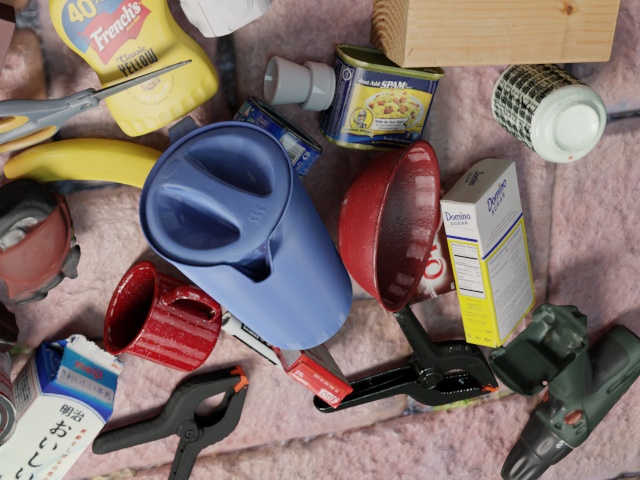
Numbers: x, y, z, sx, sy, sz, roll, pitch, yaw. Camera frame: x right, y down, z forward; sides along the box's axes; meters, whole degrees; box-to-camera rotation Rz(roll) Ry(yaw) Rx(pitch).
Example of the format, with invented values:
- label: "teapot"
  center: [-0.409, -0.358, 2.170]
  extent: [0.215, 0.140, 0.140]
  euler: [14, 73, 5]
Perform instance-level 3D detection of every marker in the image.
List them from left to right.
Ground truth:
- label: "marker"
  center: [-0.056, 0.113, 1.104]
  extent: [0.020, 0.020, 0.121]
  euler: [-46, 120, 7]

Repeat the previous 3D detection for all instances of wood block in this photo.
- label: "wood block"
  center: [0.159, -0.214, 0.976]
  extent: [0.205, 0.090, 0.091]
  euler: [-4, 115, -17]

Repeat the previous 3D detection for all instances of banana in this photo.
- label: "banana"
  center: [-0.181, -0.058, 0.967]
  extent: [0.197, 0.037, 0.070]
  euler: [18, 108, -26]

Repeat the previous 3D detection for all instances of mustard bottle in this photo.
- label: "mustard bottle"
  center: [-0.170, -0.186, 0.894]
  extent: [0.096, 0.058, 0.191]
  euler: [-25, 121, 9]

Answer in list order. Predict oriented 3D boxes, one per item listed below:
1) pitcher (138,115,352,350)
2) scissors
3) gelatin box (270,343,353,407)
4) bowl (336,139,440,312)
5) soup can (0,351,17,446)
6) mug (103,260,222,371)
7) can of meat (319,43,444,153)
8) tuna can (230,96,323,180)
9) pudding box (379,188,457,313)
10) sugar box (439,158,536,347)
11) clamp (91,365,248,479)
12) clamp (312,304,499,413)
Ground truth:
- label: "pitcher"
  center: [-0.056, 0.001, 0.955]
  extent: [0.242, 0.145, 0.149]
  euler: [56, 46, -59]
- label: "scissors"
  center: [-0.210, -0.116, 0.874]
  extent: [0.202, 0.016, 0.096]
  euler: [-22, 167, 27]
- label: "gelatin box"
  center: [-0.014, 0.122, 1.082]
  extent: [0.030, 0.089, 0.073]
  euler: [-47, 121, 7]
- label: "bowl"
  center: [0.059, -0.017, 0.991]
  extent: [0.055, 0.161, 0.162]
  euler: [12, 119, 23]
- label: "soup can"
  center: [-0.316, 0.139, 0.980]
  extent: [0.068, 0.102, 0.068]
  euler: [-8, 117, -15]
- label: "mug"
  center: [-0.140, 0.071, 1.008]
  extent: [0.081, 0.093, 0.117]
  euler: [25, 140, -33]
- label: "can of meat"
  center: [0.055, -0.131, 1.001]
  extent: [0.102, 0.057, 0.084]
  euler: [5, 115, -21]
- label: "tuna can"
  center: [-0.040, -0.094, 0.969]
  extent: [0.086, 0.086, 0.034]
  euler: [32, 100, -29]
- label: "pudding box"
  center: [0.093, 0.008, 1.092]
  extent: [0.090, 0.039, 0.113]
  euler: [-17, 119, -10]
- label: "sugar box"
  center: [0.174, 0.013, 1.097]
  extent: [0.093, 0.048, 0.176]
  euler: [-42, 127, -41]
- label: "clamp"
  center: [-0.137, 0.203, 1.110]
  extent: [0.171, 0.039, 0.120]
  euler: [-34, 122, -1]
- label: "clamp"
  center: [0.103, 0.145, 1.156]
  extent: [0.209, 0.036, 0.165]
  euler: [21, 123, -36]
